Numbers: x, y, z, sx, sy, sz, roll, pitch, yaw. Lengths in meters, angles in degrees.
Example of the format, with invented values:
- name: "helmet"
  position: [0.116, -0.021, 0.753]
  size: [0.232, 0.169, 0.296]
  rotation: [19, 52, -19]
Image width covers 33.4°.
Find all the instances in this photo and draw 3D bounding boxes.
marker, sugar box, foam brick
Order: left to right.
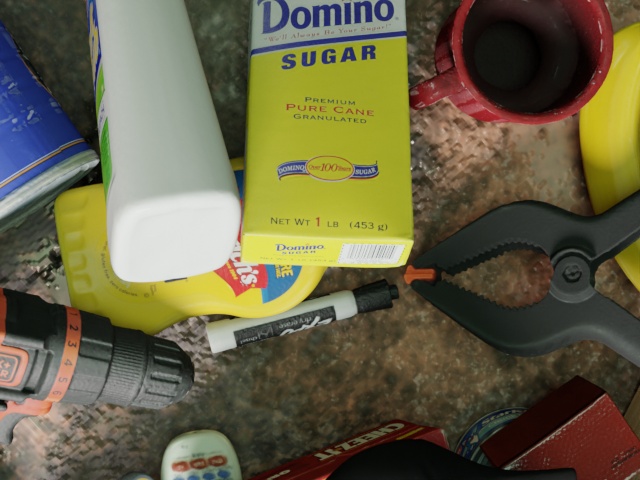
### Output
- name: "marker"
  position: [-0.010, 0.046, 0.660]
  size: [0.121, 0.020, 0.020]
  rotation: [-14, 94, -5]
- name: "sugar box"
  position: [0.003, -0.073, 0.608]
  size: [0.093, 0.048, 0.176]
  rotation: [2, 67, -6]
- name: "foam brick"
  position: [0.143, 0.126, 0.628]
  size: [0.078, 0.051, 0.053]
  rotation: [-35, 96, -3]

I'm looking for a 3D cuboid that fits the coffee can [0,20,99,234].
- name: "coffee can"
  position: [-0.205, -0.074, 0.594]
  size: [0.103, 0.103, 0.140]
  rotation: [-35, 95, -3]

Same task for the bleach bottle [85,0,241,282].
- name: "bleach bottle"
  position: [-0.101, -0.111, 0.592]
  size: [0.068, 0.103, 0.251]
  rotation: [-8, 67, -15]

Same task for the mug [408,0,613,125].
- name: "mug"
  position: [0.104, -0.107, 0.633]
  size: [0.117, 0.081, 0.093]
  rotation: [-29, 95, -4]

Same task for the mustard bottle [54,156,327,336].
- name: "mustard bottle"
  position: [-0.054, 0.001, 0.635]
  size: [0.191, 0.058, 0.096]
  rotation: [-11, 91, -5]

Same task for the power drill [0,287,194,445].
- name: "power drill"
  position: [-0.181, 0.115, 0.595]
  size: [0.184, 0.057, 0.188]
  rotation: [16, 110, -23]

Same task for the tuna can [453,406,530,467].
- name: "tuna can"
  position: [0.127, 0.150, 0.671]
  size: [0.086, 0.034, 0.086]
  rotation: [0, 93, -6]

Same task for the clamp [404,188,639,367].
- name: "clamp"
  position: [0.155, 0.031, 0.625]
  size: [0.210, 0.036, 0.164]
  rotation: [-8, 74, 17]
